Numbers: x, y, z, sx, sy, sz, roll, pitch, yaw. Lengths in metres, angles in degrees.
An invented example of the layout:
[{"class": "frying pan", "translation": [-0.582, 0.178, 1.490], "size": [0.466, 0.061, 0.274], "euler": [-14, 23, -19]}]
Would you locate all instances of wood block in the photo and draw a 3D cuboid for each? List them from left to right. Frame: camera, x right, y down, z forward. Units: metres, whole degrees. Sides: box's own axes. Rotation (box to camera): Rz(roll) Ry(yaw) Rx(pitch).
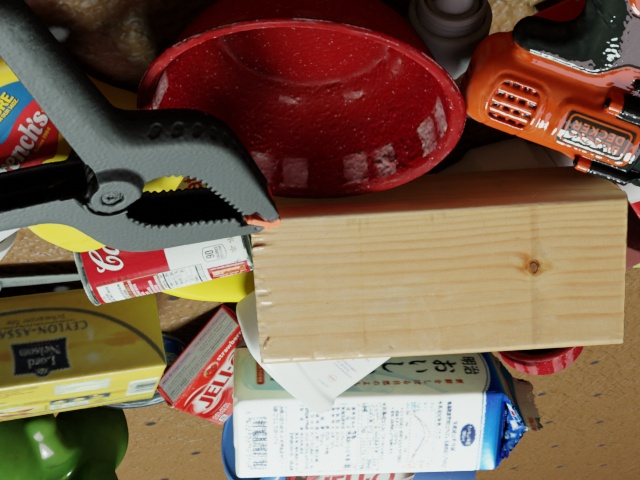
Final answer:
[{"class": "wood block", "translation": [0.065, 0.012, 0.630], "size": [0.206, 0.091, 0.090], "euler": [-3, -165, 0]}]

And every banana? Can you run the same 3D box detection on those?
[{"class": "banana", "translation": [-0.054, 0.014, 0.746], "size": [0.197, 0.037, 0.070], "euler": [-5, 133, -17]}]

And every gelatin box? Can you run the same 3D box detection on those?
[{"class": "gelatin box", "translation": [-0.079, 0.102, 0.860], "size": [0.089, 0.030, 0.073], "euler": [-50, 145, 3]}]

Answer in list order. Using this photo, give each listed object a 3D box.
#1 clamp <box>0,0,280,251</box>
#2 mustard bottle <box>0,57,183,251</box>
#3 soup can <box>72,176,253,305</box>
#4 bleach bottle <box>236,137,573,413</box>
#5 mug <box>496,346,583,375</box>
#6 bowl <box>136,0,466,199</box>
[{"class": "clamp", "translation": [-0.101, -0.040, 0.499], "size": [0.209, 0.036, 0.165], "euler": [6, 141, -34]}, {"class": "mustard bottle", "translation": [-0.156, -0.059, 0.530], "size": [0.096, 0.058, 0.191], "euler": [-36, 146, 16]}, {"class": "soup can", "translation": [-0.095, -0.004, 0.653], "size": [0.102, 0.068, 0.068], "euler": [-12, 153, -1]}, {"class": "bleach bottle", "translation": [0.070, 0.013, 0.719], "size": [0.251, 0.068, 0.102], "euler": [-34, 132, 10]}, {"class": "mug", "translation": [0.184, 0.054, 0.874], "size": [0.117, 0.093, 0.081], "euler": [-50, 157, -6]}, {"class": "bowl", "translation": [-0.009, -0.081, 0.535], "size": [0.162, 0.055, 0.162], "euler": [2, 155, 1]}]
